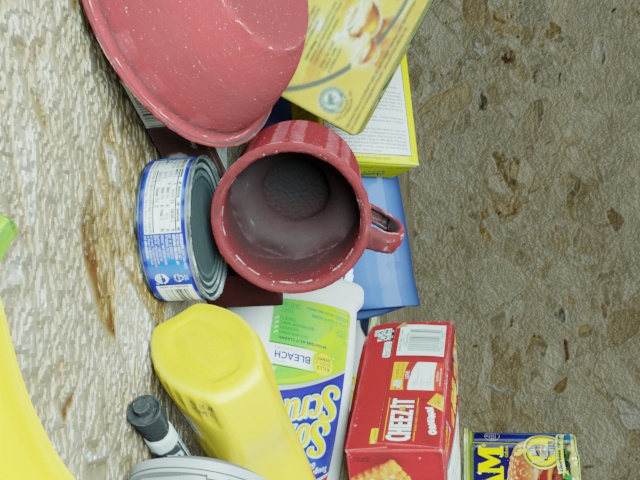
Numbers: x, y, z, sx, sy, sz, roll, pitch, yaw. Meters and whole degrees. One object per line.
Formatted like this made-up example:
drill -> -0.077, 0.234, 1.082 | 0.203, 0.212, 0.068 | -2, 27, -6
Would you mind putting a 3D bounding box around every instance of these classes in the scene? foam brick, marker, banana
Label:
foam brick -> -0.055, 0.001, 0.729 | 0.051, 0.053, 0.078 | 68, 20, -63
marker -> -0.084, 0.121, 0.603 | 0.121, 0.020, 0.020 | 75, 15, -53
banana -> -0.086, 0.089, 0.373 | 0.198, 0.069, 0.037 | 61, -24, -8

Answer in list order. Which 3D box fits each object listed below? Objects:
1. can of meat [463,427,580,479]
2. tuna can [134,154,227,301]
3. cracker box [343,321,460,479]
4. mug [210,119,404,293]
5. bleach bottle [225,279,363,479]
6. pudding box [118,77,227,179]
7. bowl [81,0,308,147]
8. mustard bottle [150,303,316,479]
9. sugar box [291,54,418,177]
can of meat -> 0.148, 0.191, 0.785 | 0.057, 0.084, 0.102 | 73, 18, -60
tuna can -> -0.080, -0.007, 0.628 | 0.086, 0.034, 0.086 | -4, 90, -81
cracker box -> 0.066, 0.190, 0.775 | 0.164, 0.072, 0.214 | -72, 158, -63
mug -> -0.004, -0.022, 0.651 | 0.081, 0.117, 0.093 | -84, -169, -69
bleach bottle -> -0.023, 0.146, 0.741 | 0.068, 0.102, 0.251 | -31, -129, 52
pudding box -> -0.083, -0.101, 0.641 | 0.113, 0.039, 0.090 | 74, 14, -61
bowl -> -0.054, -0.134, 0.571 | 0.161, 0.055, 0.162 | 32, 49, -46
mustard bottle -> -0.036, 0.133, 0.630 | 0.096, 0.058, 0.191 | 34, -30, 53
sugar box -> 0.021, -0.141, 0.845 | 0.048, 0.093, 0.176 | -26, -113, 57
